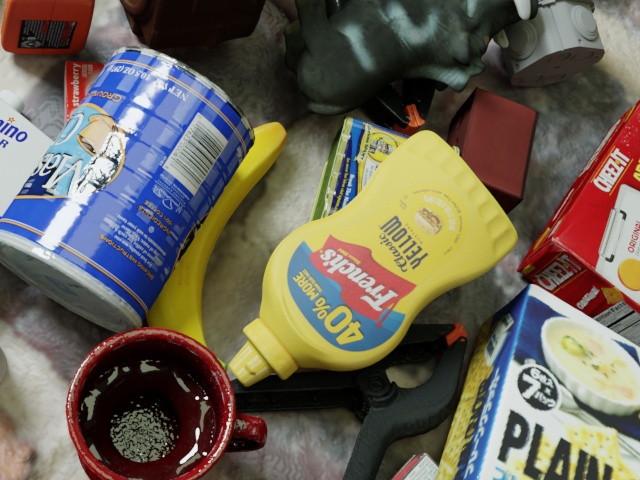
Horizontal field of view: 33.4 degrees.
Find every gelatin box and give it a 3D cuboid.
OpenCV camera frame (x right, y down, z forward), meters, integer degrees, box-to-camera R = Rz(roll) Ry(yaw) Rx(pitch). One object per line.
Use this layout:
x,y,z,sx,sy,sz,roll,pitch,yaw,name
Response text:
-0.135,-0.075,0.719,0.073,0.030,0.089,2,67,-16,gelatin box

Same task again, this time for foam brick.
0.120,-0.060,0.778,0.051,0.053,0.078,20,62,-8,foam brick

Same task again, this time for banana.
-0.073,0.001,0.698,0.069,0.037,0.197,11,60,2,banana

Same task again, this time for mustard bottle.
0.022,0.024,0.666,0.191,0.058,0.096,-39,90,-6,mustard bottle

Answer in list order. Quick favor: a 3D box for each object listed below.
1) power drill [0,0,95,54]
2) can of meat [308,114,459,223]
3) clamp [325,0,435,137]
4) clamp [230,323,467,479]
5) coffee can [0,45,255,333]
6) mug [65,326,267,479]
-0.181,-0.229,0.696,0.057,0.185,0.187,-2,78,-17,power drill
0.042,-0.029,0.739,0.084,0.057,0.102,18,64,-7,can of meat
0.047,-0.178,0.814,0.164,0.036,0.210,-18,76,-22,clamp
0.034,0.110,0.679,0.171,0.039,0.120,-22,64,-22,clamp
-0.117,-0.029,0.637,0.103,0.103,0.140,31,72,-3,coffee can
-0.089,0.108,0.623,0.117,0.082,0.093,6,67,-11,mug
